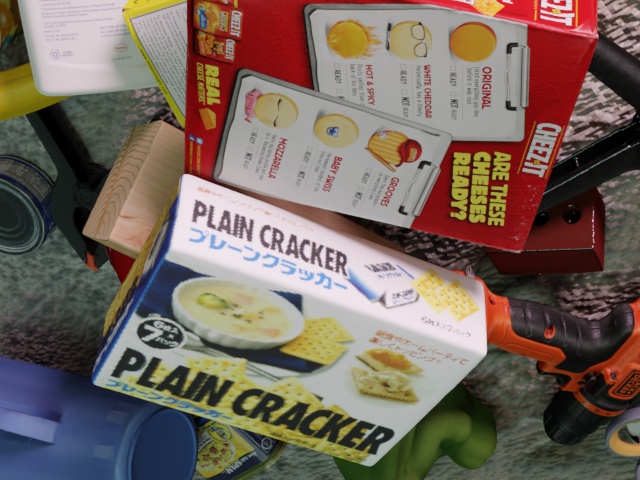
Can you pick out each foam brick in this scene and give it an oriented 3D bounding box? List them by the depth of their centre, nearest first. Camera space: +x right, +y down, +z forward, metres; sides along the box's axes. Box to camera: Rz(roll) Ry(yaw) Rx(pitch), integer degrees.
[{"bbox_3d":[0.161,-0.008,0.763,0.078,0.053,0.051,-4,158,21],"label":"foam brick"}]

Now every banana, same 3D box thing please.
[{"bbox_3d":[-0.214,-0.123,0.800,0.197,0.069,0.037,-19,79,-6],"label":"banana"}]

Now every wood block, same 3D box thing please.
[{"bbox_3d":[-0.055,0.001,0.782,0.205,0.091,0.090,27,172,-22],"label":"wood block"}]

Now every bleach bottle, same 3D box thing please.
[{"bbox_3d":[-0.158,-0.227,0.706,0.102,0.068,0.251,-8,112,-12],"label":"bleach bottle"}]

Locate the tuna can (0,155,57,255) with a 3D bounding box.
[{"bbox_3d":[-0.270,-0.029,0.928,0.086,0.033,0.086,10,128,13],"label":"tuna can"}]

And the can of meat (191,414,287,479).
[{"bbox_3d":[-0.091,0.180,1.003,0.084,0.057,0.102,44,127,-13],"label":"can of meat"}]

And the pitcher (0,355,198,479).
[{"bbox_3d":[-0.241,0.178,0.970,0.243,0.149,0.145,3,115,32],"label":"pitcher"}]

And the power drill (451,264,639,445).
[{"bbox_3d":[0.161,0.092,0.816,0.187,0.057,0.185,10,137,-15],"label":"power drill"}]

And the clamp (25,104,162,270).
[{"bbox_3d":[-0.196,-0.052,0.882,0.120,0.039,0.172,26,129,8],"label":"clamp"}]

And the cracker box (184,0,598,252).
[{"bbox_3d":[0.032,-0.091,0.613,0.214,0.072,0.164,12,137,3],"label":"cracker box"}]

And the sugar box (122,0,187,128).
[{"bbox_3d":[-0.028,-0.136,0.674,0.176,0.048,0.093,-11,126,23],"label":"sugar box"}]
